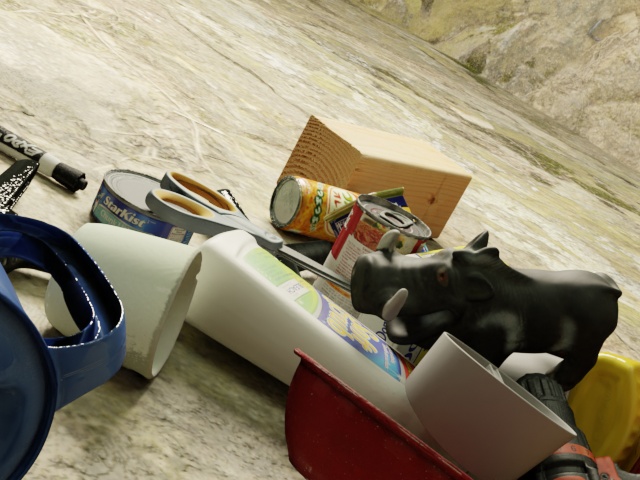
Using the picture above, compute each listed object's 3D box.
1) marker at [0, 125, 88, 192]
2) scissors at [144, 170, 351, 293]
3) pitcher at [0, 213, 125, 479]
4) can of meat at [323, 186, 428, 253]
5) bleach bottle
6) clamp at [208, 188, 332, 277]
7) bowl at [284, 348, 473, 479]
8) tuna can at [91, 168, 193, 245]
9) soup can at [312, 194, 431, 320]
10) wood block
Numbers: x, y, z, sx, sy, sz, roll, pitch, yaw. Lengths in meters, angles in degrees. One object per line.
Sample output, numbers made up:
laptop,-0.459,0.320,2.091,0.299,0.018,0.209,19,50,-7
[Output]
marker,-0.246,-0.074,0.885,0.121,0.020,0.020,30,18,7
scissors,-0.055,0.001,0.837,0.202,0.016,0.096,33,21,20
pitcher,-0.205,0.018,0.504,0.149,0.145,0.243,40,4,-36
can of meat,0.058,0.002,0.993,0.102,0.058,0.084,-15,80,-64
bleach bottle,0.019,0.088,0.742,0.251,0.068,0.102,34,11,9
clamp,-0.041,0.016,0.895,0.120,0.039,0.171,19,25,-11
bowl,0.034,0.129,0.601,0.162,0.055,0.162,37,-5,4
tuna can,-0.142,-0.023,0.867,0.086,0.034,0.086,24,18,-9
soup can,0.039,0.022,0.885,0.068,0.102,0.068,24,18,-9
wood block,0.064,-0.067,1.193,0.205,0.091,0.090,6,28,-49
